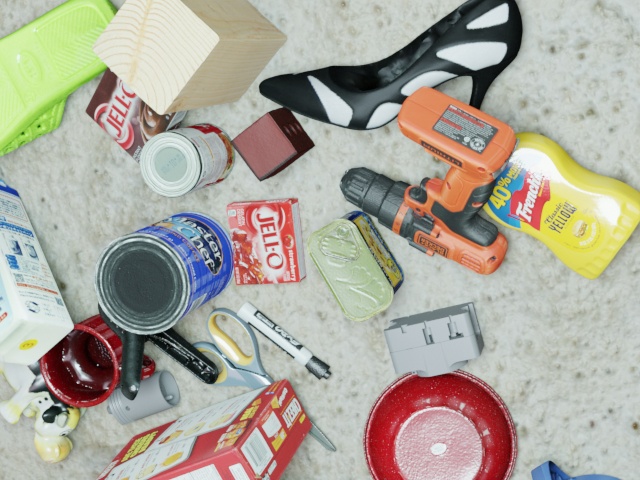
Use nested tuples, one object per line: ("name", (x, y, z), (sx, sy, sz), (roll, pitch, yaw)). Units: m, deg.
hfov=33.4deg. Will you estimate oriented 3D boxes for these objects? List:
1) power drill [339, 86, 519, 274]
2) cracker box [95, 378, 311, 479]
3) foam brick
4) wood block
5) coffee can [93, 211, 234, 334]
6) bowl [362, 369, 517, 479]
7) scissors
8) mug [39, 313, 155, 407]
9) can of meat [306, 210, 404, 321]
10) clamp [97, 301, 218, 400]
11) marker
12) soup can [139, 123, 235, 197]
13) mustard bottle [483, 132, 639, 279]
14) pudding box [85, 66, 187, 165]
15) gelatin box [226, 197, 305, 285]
("power drill", (0.104, -0.060, 1.015), (0.184, 0.188, 0.057), (27, 62, 14))
("cracker box", (-0.132, 0.238, 1.120), (0.214, 0.164, 0.072), (-24, 100, 22))
("foam brick", (-0.047, -0.099, 1.088), (0.051, 0.078, 0.053), (-36, 92, 17))
("wood block", (-0.118, -0.189, 1.022), (0.090, 0.206, 0.091), (43, 108, 4))
("coffee can", (-0.158, 0.031, 1.108), (0.103, 0.140, 0.103), (3, 101, 14))
("bowl", (0.122, 0.212, 1.095), (0.162, 0.055, 0.162), (0, 88, 7))
("scissors", (-0.074, 0.169, 1.178), (0.096, 0.016, 0.202), (-32, 91, 20))
("mug", (-0.238, 0.130, 1.179), (0.117, 0.081, 0.093), (9, 102, 13))
("can of meat", (0.039, 0.022, 1.084), (0.057, 0.083, 0.102), (-30, 92, 18))
("clamp", (-0.195, 0.098, 1.142), (0.171, 0.120, 0.039), (49, 120, 19))
("marker", (-0.038, 0.110, 1.155), (0.121, 0.020, 0.020), (38, 107, 5))
("soup can", (-0.136, -0.083, 1.101), (0.068, 0.102, 0.068), (3, 101, 14))
("mustard bottle", (0.210, -0.050, 1.037), (0.192, 0.058, 0.096), (33, 124, 8))
("pudding box", (-0.188, -0.145, 1.117), (0.090, 0.039, 0.114), (43, 131, 3))
("gelatin box", (-0.057, 0.001, 1.134), (0.073, 0.030, 0.089), (-3, 100, 15))
